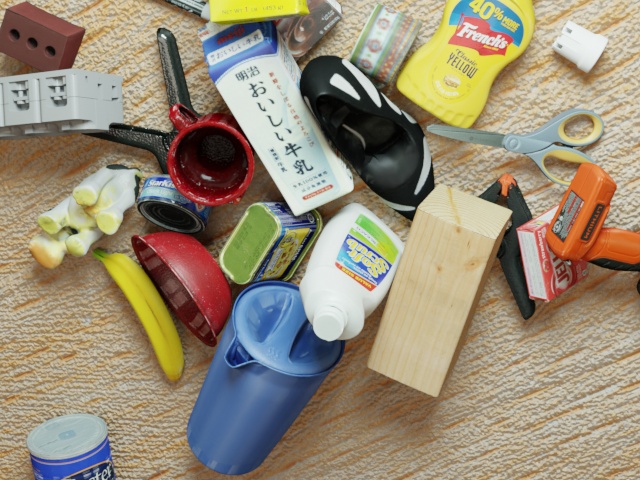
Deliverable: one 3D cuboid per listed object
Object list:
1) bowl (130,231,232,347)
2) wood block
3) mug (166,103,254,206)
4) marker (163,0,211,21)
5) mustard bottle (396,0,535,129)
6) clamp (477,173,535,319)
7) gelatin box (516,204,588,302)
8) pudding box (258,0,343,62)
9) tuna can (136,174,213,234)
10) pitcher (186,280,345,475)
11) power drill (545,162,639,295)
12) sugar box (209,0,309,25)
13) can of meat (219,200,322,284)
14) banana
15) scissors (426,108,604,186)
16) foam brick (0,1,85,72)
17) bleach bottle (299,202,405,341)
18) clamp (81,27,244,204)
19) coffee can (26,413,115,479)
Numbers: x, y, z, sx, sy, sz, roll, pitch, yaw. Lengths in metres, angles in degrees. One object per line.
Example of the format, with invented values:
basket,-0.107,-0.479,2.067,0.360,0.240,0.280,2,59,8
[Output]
bowl,-0.153,0.045,1.251,0.055,0.162,0.162,-37,104,-18
wood block,0.130,0.056,1.186,0.090,0.090,0.206,23,118,14
mug,-0.123,-0.102,1.167,0.093,0.081,0.117,-40,103,14
marker,-0.145,-0.262,1.178,0.121,0.020,0.020,24,113,0
mustard bottle,0.168,-0.217,1.120,0.096,0.058,0.192,32,113,-5
clamp,0.206,0.011,1.213,0.120,0.039,0.172,18,117,2
gelatin box,0.259,0.014,1.187,0.030,0.073,0.089,10,121,52
pudding box,-0.046,-0.239,1.147,0.114,0.039,0.090,-41,119,20
tuna can,-0.168,-0.041,1.234,0.086,0.033,0.086,14,157,6
pitcher,-0.067,0.168,1.260,0.149,0.145,0.243,17,133,-13
power drill,0.350,-0.019,1.140,0.187,0.057,0.184,19,106,-18
sugar box,-0.065,-0.303,1.036,0.093,0.048,0.176,-3,98,14
can of meat,-0.058,0.002,1.223,0.057,0.083,0.102,43,115,23
banana,-0.211,0.090,1.313,0.037,0.070,0.198,-33,104,-22
scissors,0.221,-0.120,1.145,0.201,0.016,0.096,23,105,-17
foam brick,-0.316,-0.227,1.204,0.078,0.051,0.053,24,114,0
bleach bottle,0.032,0.044,1.141,0.102,0.250,0.068,45,112,-9
clamp,-0.173,-0.116,1.231,0.165,0.036,0.210,-34,102,21
coffee can,-0.318,0.311,1.389,0.103,0.102,0.140,-1,111,10
